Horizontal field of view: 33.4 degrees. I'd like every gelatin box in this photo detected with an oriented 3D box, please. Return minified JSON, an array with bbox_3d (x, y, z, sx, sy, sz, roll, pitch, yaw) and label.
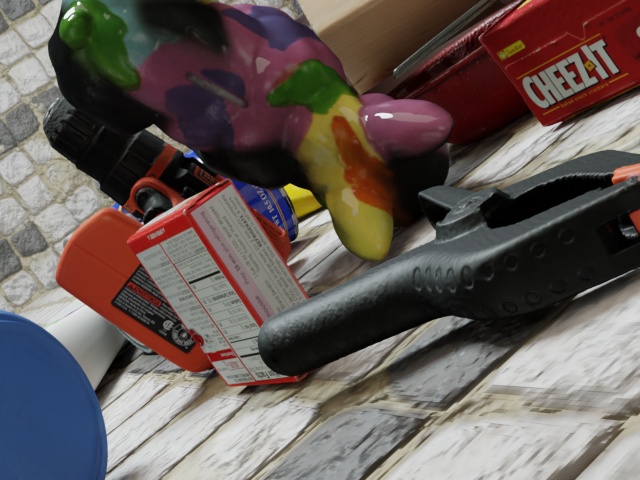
[{"bbox_3d":[-0.040,0.022,0.475,0.030,0.089,0.073,-39,9,-29],"label":"gelatin box"}]

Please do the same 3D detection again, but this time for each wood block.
[{"bbox_3d":[0.082,-0.197,0.683,0.206,0.090,0.090,-31,-23,9],"label":"wood block"}]

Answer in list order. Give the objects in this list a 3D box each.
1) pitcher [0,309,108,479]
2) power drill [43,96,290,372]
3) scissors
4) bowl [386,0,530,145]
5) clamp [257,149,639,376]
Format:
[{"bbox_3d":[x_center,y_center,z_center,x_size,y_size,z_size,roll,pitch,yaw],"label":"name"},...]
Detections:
[{"bbox_3d":[-0.222,0.135,0.503,0.243,0.149,0.144,-28,-4,24],"label":"pitcher"},{"bbox_3d":[-0.099,-0.011,0.637,0.057,0.184,0.187,-53,12,17],"label":"power drill"},{"bbox_3d":[0.107,-0.143,0.603,0.201,0.016,0.096,-40,1,-10],"label":"scissors"},{"bbox_3d":[0.115,-0.112,0.712,0.162,0.055,0.162,-35,9,6],"label":"bowl"},{"bbox_3d":[0.062,-0.002,0.388,0.172,0.039,0.120,-18,23,45],"label":"clamp"}]
